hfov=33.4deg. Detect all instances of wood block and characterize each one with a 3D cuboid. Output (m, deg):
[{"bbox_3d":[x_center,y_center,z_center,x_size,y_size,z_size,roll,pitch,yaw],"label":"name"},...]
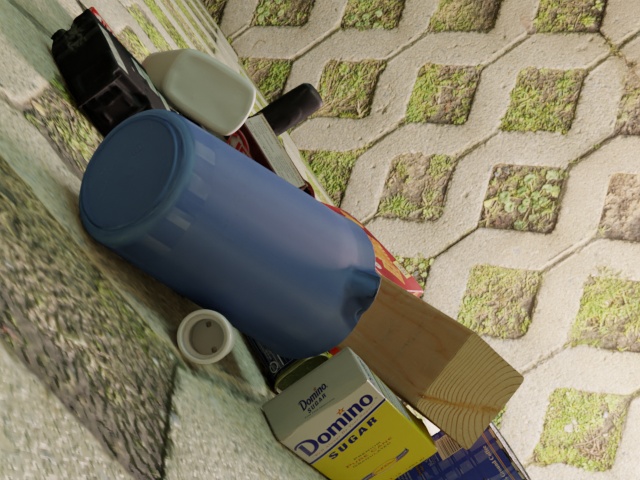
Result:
[{"bbox_3d":[0.092,0.111,1.070,0.090,0.090,0.206,43,-6,-32],"label":"wood block"}]

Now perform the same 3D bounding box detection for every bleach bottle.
[{"bbox_3d":[-0.154,-0.177,1.233,0.102,0.068,0.251,32,-1,-20],"label":"bleach bottle"}]

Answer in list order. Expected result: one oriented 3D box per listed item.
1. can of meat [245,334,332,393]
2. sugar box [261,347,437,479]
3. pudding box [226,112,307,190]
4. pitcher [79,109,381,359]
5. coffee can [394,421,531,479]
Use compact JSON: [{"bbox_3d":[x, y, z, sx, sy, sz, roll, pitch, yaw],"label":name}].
[{"bbox_3d":[-0.026,0.107,1.027,0.084,0.057,0.102,55,4,31],"label":"can of meat"},{"bbox_3d":[0.030,0.168,0.947,0.048,0.093,0.176,59,7,37],"label":"sugar box"},{"bbox_3d":[-0.073,-0.087,1.316,0.113,0.039,0.090,56,-34,10],"label":"pudding box"},{"bbox_3d":[-0.078,-0.004,0.845,0.242,0.149,0.145,35,25,-48],"label":"pitcher"},{"bbox_3d":[0.134,0.250,1.104,0.103,0.140,0.103,54,5,-8],"label":"coffee can"}]
